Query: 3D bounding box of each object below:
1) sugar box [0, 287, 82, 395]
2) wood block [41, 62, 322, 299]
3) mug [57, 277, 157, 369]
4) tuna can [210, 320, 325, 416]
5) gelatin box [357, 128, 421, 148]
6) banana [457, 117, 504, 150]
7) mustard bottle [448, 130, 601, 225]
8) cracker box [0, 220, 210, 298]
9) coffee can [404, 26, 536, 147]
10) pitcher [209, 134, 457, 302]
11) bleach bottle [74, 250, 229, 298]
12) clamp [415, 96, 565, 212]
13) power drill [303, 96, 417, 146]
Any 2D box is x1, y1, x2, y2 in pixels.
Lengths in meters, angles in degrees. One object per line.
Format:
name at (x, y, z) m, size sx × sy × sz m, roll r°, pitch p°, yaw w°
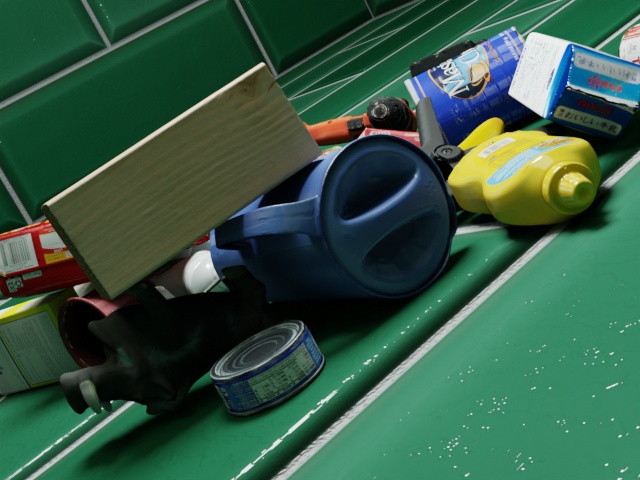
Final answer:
sugar box at (-0.317, 0.115, 1.193) m, size 0.177 × 0.093 × 0.048 m, roll -15°, pitch 16°, yaw 43°
wood block at (-0.115, -0.048, 0.873) m, size 0.206 × 0.091 × 0.090 m, roll -36°, pitch 9°, yaw -14°
mug at (-0.199, 0.086, 1.097) m, size 0.117 × 0.093 × 0.081 m, roll 13°, pitch 31°, yaw 32°
tuna can at (-0.042, 0.097, 0.825) m, size 0.086 × 0.034 × 0.086 m, roll -27°, pitch 13°, yaw 6°
gelatin box at (0.080, -0.106, 1.242) m, size 0.073 × 0.030 × 0.089 m, roll 4°, pitch -9°, yaw -6°
banana at (0.117, -0.073, 1.097) m, size 0.197 × 0.070 × 0.037 m, roll -22°, pitch -33°, yaw -14°
mustard bottle at (0.179, -0.051, 0.889) m, size 0.096 × 0.058 × 0.192 m, roll -28°, pitch 13°, yaw -6°
cracker box at (-0.231, 0.001, 1.159) m, size 0.164 × 0.072 × 0.213 m, roll -14°, pitch 2°, yaw 14°
coffee can at (0.182, -0.170, 1.238) m, size 0.140 × 0.103 × 0.103 m, roll -26°, pitch 13°, yaw 7°
pitcher at (-0.012, -0.007, 0.945) m, size 0.145 × 0.149 × 0.243 m, roll -54°, pitch 20°, yaw -25°
bleach bottle at (-0.189, 0.061, 1.210) m, size 0.251 × 0.068 × 0.102 m, roll -14°, pitch 20°, yaw 40°
clamp at (0.135, -0.074, 1.038) m, size 0.165 × 0.036 × 0.209 m, roll 10°, pitch 41°, yaw 26°
power drill at (0.030, -0.150, 1.416) m, size 0.188 × 0.057 × 0.184 m, roll -7°, pitch -3°, yaw 14°
